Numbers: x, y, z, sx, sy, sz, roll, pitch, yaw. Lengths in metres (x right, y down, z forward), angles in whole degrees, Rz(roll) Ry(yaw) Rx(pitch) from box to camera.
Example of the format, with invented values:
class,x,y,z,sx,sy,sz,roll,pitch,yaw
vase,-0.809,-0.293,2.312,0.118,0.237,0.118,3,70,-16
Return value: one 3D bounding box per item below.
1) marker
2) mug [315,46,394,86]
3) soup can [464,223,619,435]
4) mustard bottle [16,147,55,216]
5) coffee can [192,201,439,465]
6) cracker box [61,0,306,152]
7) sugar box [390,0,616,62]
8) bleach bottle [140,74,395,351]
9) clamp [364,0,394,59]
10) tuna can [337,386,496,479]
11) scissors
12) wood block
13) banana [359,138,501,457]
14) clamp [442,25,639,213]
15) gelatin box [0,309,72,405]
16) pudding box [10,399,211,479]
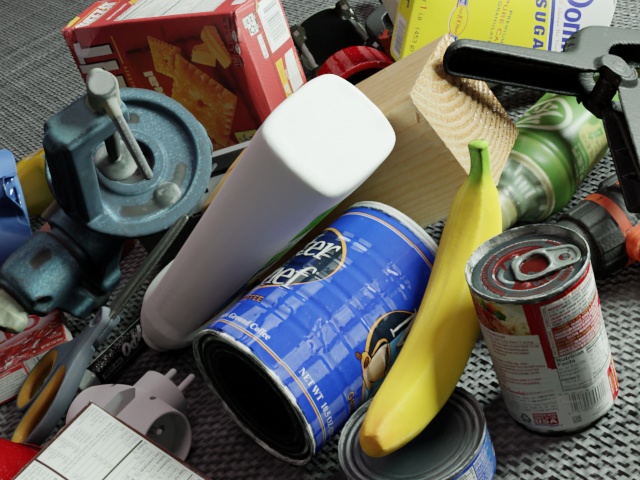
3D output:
class,x,y,z,sx,sy,sz,roll,pitch,yaw
marker,-0.142,0.075,0.808,0.020,0.020,0.121,9,42,40
mug,0.033,-0.114,0.943,0.117,0.093,0.081,-55,22,15
soup can,0.127,0.051,0.602,0.068,0.102,0.068,-16,31,10
mustard bottle,-0.222,-0.081,0.997,0.192,0.058,0.096,-21,16,49
coffee can,0.006,0.056,0.668,0.140,0.103,0.103,-40,36,-27
cracker box,-0.119,-0.144,0.994,0.214,0.164,0.072,2,36,33
sugar box,0.153,-0.184,0.891,0.176,0.093,0.048,5,28,-13
bleach bottle,-0.055,0.001,0.718,0.102,0.068,0.251,-44,-2,-46
clamp,0.087,-0.252,1.157,0.120,0.039,0.171,-3,36,38
tuna can,0.055,0.121,0.604,0.086,0.033,0.086,-16,32,10
scissors,-0.165,0.062,0.770,0.201,0.016,0.096,-58,26,-8
wood block,0.025,-0.050,0.765,0.207,0.090,0.090,-24,24,39
banana,0.068,0.040,0.612,0.037,0.069,0.197,1,60,38
clamp,0.199,-0.097,0.724,0.209,0.036,0.165,-22,60,-42
gelatin box,-0.238,0.089,0.835,0.089,0.030,0.073,-26,31,-8
pudding box,-0.119,0.157,0.613,0.114,0.039,0.089,30,52,19
